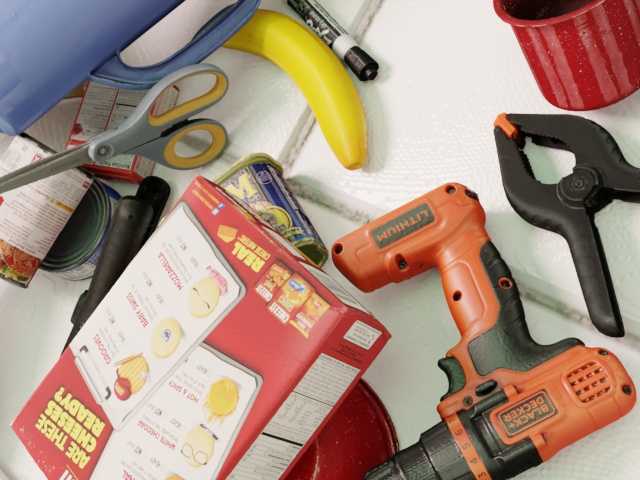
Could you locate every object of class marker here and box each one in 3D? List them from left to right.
[{"bbox_3d":[0.006,-0.163,0.826,0.020,0.020,0.121,-43,61,6],"label":"marker"}]

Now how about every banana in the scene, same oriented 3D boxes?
[{"bbox_3d":[-0.021,-0.129,0.820,0.198,0.037,0.070,39,108,31],"label":"banana"}]

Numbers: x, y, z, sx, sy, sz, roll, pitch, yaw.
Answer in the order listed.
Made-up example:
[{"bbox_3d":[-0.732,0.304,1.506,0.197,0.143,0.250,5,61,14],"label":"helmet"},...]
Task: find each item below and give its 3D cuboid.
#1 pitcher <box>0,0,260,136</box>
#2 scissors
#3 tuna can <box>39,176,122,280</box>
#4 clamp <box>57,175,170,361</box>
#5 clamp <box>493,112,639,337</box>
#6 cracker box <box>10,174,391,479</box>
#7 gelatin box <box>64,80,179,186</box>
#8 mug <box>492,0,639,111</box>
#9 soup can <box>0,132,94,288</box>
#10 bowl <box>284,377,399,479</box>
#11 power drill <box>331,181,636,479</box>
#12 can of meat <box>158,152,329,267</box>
[{"bbox_3d":[-0.170,-0.186,0.790,0.242,0.145,0.149,-45,53,-9],"label":"pitcher"},{"bbox_3d":[-0.150,-0.061,0.801,0.201,0.096,0.016,-34,48,-7],"label":"scissors"},{"bbox_3d":[-0.197,-0.011,0.859,0.086,0.033,0.086,-8,69,22],"label":"tuna can"},{"bbox_3d":[-0.160,0.047,0.791,0.036,0.164,0.210,22,103,-5],"label":"clamp"},{"bbox_3d":[0.170,-0.020,0.689,0.172,0.039,0.120,36,85,36],"label":"clamp"},{"bbox_3d":[-0.079,0.090,0.681,0.164,0.072,0.214,40,96,38],"label":"cracker box"},{"bbox_3d":[-0.164,-0.093,0.874,0.073,0.030,0.089,10,77,26],"label":"gelatin box"},{"bbox_3d":[0.164,-0.143,0.701,0.093,0.081,0.117,-41,37,-9],"label":"mug"},{"bbox_3d":[-0.227,-0.024,0.816,0.069,0.068,0.102,29,85,30],"label":"soup can"},{"bbox_3d":[-0.031,0.150,0.713,0.162,0.055,0.162,-9,69,23],"label":"bowl"},{"bbox_3d":[0.078,0.070,0.681,0.184,0.057,0.188,-28,65,2],"label":"power drill"},{"bbox_3d":[-0.055,0.001,0.776,0.102,0.057,0.084,-36,64,10],"label":"can of meat"}]
